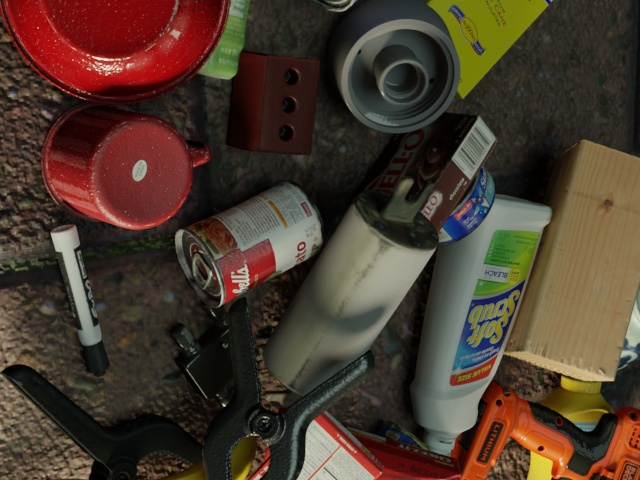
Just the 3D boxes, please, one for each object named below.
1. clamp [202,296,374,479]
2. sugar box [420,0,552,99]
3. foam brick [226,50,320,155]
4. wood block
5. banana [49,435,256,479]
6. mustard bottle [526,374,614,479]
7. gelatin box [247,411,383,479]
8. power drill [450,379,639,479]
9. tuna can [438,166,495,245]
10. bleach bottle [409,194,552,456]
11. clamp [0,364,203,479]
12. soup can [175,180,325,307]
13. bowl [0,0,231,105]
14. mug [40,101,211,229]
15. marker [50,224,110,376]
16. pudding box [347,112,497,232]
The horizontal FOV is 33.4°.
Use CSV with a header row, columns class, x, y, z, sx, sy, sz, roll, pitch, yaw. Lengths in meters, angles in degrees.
class,x,y,z,sx,sy,sz,roll,pitch,yaw
clamp,-0.049,0.131,0.823,0.171,0.120,0.039,-58,168,-8
sugar box,0.147,-0.218,0.955,0.176,0.048,0.093,-47,121,-15
foam brick,-0.038,-0.110,0.851,0.052,0.051,0.078,0,100,-34
wood block,0.250,0.022,1.014,0.091,0.090,0.206,18,82,-2
banana,-0.121,0.188,0.826,0.197,0.037,0.069,-16,85,-38
mustard bottle,0.261,0.215,1.113,0.096,0.058,0.192,4,98,-25
gelatin box,-0.006,0.188,0.852,0.073,0.030,0.089,43,94,4
power drill,0.223,0.231,1.050,0.187,0.057,0.184,21,90,-11
tuna can,0.111,-0.038,0.944,0.033,0.086,0.086,43,76,-33
bleach bottle,0.142,0.081,1.005,0.102,0.068,0.251,5,100,-39
clamp,-0.166,0.173,0.834,0.209,0.036,0.164,0,98,-36
soup can,-0.056,0.001,0.852,0.102,0.069,0.068,-28,114,-26
bowl,-0.140,-0.169,0.719,0.162,0.055,0.162,-1,104,-6
mug,-0.135,-0.055,0.780,0.117,0.082,0.093,-12,106,-31
marker,-0.181,0.047,0.809,0.020,0.020,0.121,-20,110,-29
pudding box,0.087,-0.058,0.922,0.039,0.090,0.113,45,74,-33
